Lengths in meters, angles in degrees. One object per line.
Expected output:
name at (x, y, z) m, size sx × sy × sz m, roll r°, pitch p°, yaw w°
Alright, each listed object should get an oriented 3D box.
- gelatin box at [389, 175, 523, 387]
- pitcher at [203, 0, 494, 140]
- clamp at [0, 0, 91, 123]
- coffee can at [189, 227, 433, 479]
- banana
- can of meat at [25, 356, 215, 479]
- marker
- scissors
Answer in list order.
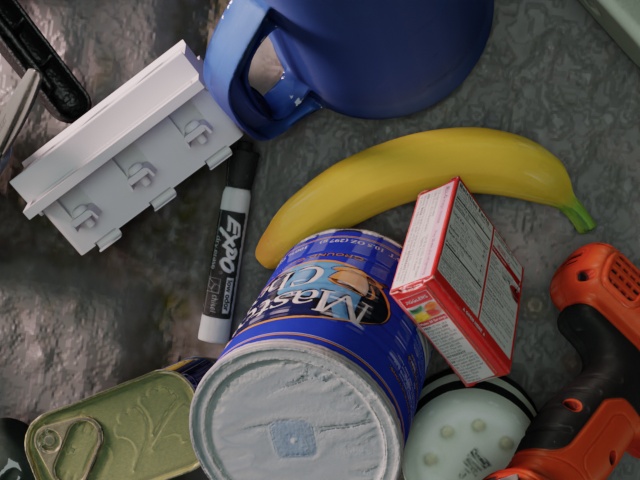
gelatin box at (0.075, 0.021, 0.568) m, size 0.030 × 0.089 × 0.073 m, roll -24°, pitch 118°, yaw 31°
pitcher at (0.010, -0.137, 0.511) m, size 0.145 × 0.242 × 0.149 m, roll -2°, pitch 85°, yaw 9°
clamp at (-0.210, -0.176, 0.605) m, size 0.210 × 0.165 × 0.036 m, roll 37°, pitch 55°, yaw 14°
coffee can at (0.003, 0.066, 0.555) m, size 0.103 × 0.140 × 0.103 m, roll 6°, pitch 114°, yaw 12°
banana at (0.056, -0.027, 0.612) m, size 0.198 × 0.037 × 0.069 m, roll -6°, pitch 90°, yaw 8°
can of meat at (-0.104, 0.107, 0.613) m, size 0.102 × 0.084 × 0.057 m, roll -22°, pitch 89°, yaw 7°
marker at (-0.054, 0.001, 0.636) m, size 0.020 × 0.020 × 0.121 m, roll 10°, pitch 92°, yaw 7°
scissors at (-0.189, -0.061, 0.592) m, size 0.016 × 0.202 × 0.096 m, roll -14°, pitch 64°, yaw -33°
